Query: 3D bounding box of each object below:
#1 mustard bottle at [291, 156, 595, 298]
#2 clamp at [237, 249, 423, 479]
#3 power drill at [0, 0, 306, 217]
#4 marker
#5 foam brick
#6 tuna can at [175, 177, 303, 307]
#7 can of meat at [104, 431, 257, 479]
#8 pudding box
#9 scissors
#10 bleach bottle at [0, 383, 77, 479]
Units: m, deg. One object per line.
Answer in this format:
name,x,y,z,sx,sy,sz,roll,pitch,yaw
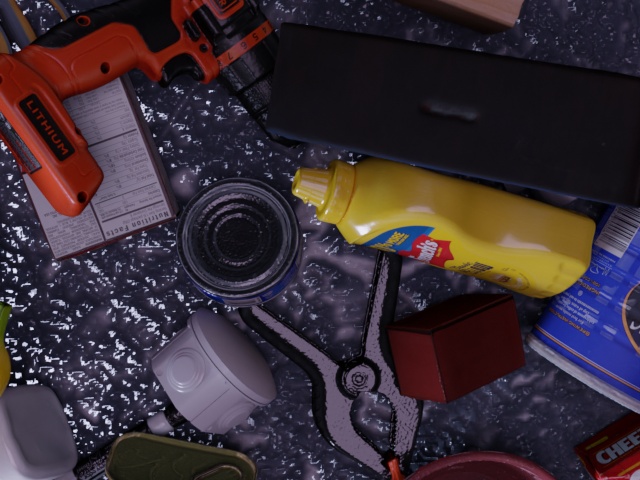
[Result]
mustard bottle,0.074,-0.013,0.698,0.191,0.096,0.058,16,77,-13
clamp,0.032,0.085,0.754,0.120,0.039,0.171,-29,98,5
power drill,-0.109,-0.099,0.680,0.187,0.057,0.184,-42,102,-24
marker,-0.135,0.145,0.764,0.121,0.020,0.020,-33,98,3
foam brick,0.092,0.072,0.730,0.078,0.053,0.051,-19,99,-32
tuna can,-0.055,0.001,0.725,0.086,0.034,0.086,-1,78,3
can of meat,-0.102,0.189,0.743,0.102,0.057,0.084,12,118,-3
pudding box,-0.156,-0.053,0.725,0.090,0.039,0.113,-19,100,-1
scissors,-0.242,-0.184,0.713,0.096,0.016,0.201,-38,98,3
bleach bottle,-0.301,0.177,0.732,0.251,0.102,0.068,-24,81,8
